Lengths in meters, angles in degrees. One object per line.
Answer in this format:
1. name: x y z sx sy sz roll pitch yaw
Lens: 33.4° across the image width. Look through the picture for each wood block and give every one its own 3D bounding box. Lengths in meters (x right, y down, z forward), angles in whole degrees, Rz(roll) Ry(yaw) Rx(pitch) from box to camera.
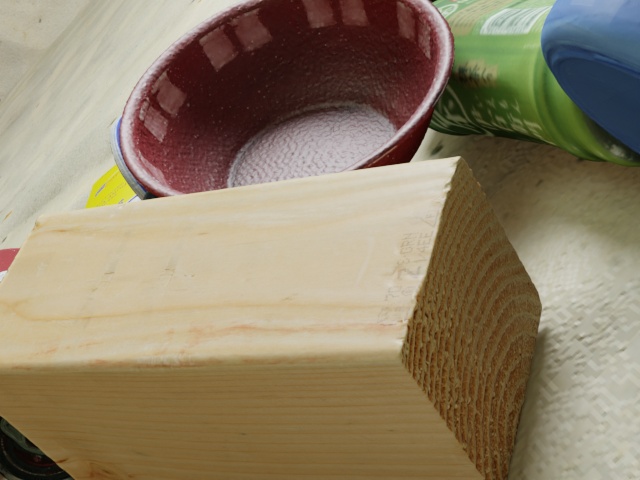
1. wood block: -0.030 0.039 0.424 0.206 0.090 0.090 -6 47 33

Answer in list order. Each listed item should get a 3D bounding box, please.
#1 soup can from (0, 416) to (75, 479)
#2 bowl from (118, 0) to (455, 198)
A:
1. soup can: -0.179 0.107 0.695 0.068 0.068 0.102 -46 22 5
2. bowl: -0.011 -0.056 0.506 0.162 0.055 0.162 -12 44 12
